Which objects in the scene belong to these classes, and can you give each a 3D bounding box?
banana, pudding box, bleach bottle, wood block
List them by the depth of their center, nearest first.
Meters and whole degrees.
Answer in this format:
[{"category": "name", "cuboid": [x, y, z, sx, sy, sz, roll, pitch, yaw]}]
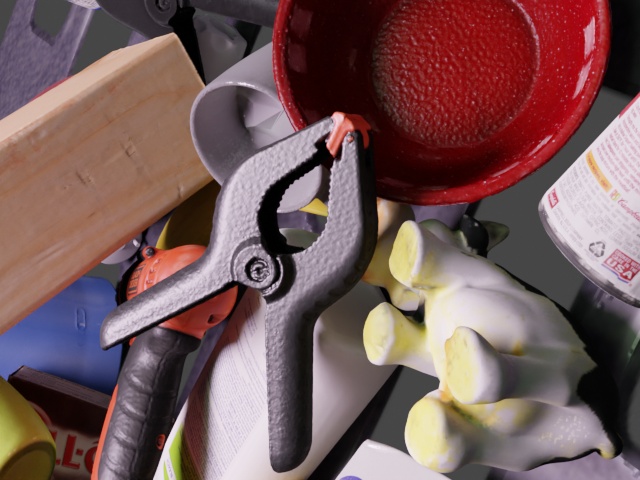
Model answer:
[{"category": "bleach bottle", "cuboid": [-0.051, 0.118, 0.620, 0.251, 0.068, 0.103, -56, 37, 27]}, {"category": "wood block", "cuboid": [-0.161, -0.029, 0.626, 0.091, 0.205, 0.090, 0, 124, 55]}, {"category": "banana", "cuboid": [-0.051, -0.018, 0.677, 0.198, 0.037, 0.069, -15, 66, 46]}, {"category": "pudding box", "cuboid": [-0.164, 0.144, 0.706, 0.039, 0.113, 0.090, -99, 28, -81]}]

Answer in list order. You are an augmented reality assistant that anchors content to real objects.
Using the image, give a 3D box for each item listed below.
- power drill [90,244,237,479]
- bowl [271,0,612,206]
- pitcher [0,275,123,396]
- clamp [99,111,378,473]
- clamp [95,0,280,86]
[{"category": "power drill", "cuboid": [-0.111, 0.095, 0.622, 0.185, 0.057, 0.187, 160, 126, -71]}, {"category": "bowl", "cuboid": [0.060, -0.094, 0.525, 0.162, 0.055, 0.162, -2, 85, 16]}, {"category": "pitcher", "cuboid": [-0.273, 0.060, 0.752, 0.149, 0.242, 0.145, 30, 103, 56]}, {"category": "clamp", "cuboid": [-0.018, 0.023, 0.503, 0.120, 0.039, 0.172, 40, 108, 4]}, {"category": "clamp", "cuboid": [-0.093, -0.146, 0.686, 0.210, 0.036, 0.165, 43, 124, 2]}]
